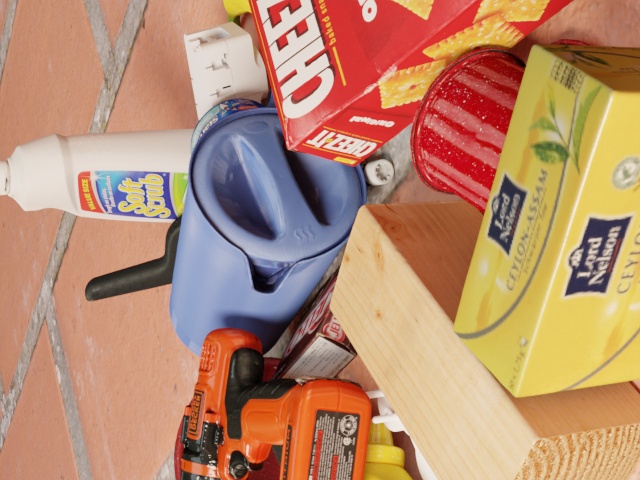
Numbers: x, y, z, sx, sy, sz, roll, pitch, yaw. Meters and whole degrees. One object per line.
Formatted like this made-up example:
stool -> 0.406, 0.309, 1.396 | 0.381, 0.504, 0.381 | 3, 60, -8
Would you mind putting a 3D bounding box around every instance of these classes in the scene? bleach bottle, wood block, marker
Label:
bleach bottle -> -0.184, -0.056, 0.990 | 0.068, 0.250, 0.103 | 66, 146, 34
wood block -> 0.094, 0.072, 0.649 | 0.206, 0.090, 0.090 | 56, 140, 44
marker -> 0.020, -0.049, 0.852 | 0.121, 0.020, 0.020 | -6, 89, 62

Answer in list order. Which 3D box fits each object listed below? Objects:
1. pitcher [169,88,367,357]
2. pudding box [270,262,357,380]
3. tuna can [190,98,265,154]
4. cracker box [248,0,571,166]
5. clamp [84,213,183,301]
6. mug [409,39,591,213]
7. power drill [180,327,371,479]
pitcher -> -0.056, 0.001, 0.879 | 0.145, 0.149, 0.243 | 48, 151, 12
pudding box -> 0.007, 0.067, 0.822 | 0.090, 0.039, 0.114 | -63, 4, -37
tuna can -> -0.072, -0.082, 0.950 | 0.034, 0.086, 0.086 | 49, 135, 52
cracker box -> 0.048, -0.171, 0.660 | 0.214, 0.071, 0.164 | -35, 59, 38
clamp -> -0.128, 0.027, 1.032 | 0.036, 0.164, 0.210 | -81, 18, -51
mug -> 0.119, -0.062, 0.604 | 0.117, 0.093, 0.082 | -51, 42, 1
power drill -> -0.044, 0.158, 0.757 | 0.188, 0.057, 0.184 | -1, 82, 57
